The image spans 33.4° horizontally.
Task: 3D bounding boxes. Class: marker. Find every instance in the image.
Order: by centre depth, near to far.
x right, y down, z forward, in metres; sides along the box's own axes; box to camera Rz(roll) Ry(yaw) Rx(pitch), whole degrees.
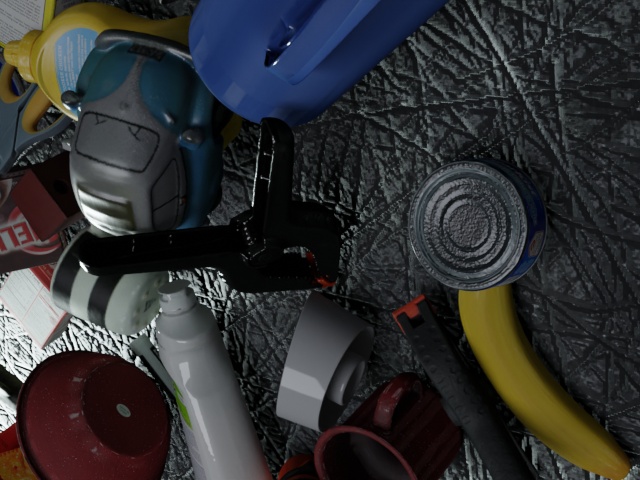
[{"bbox_3d":[-0.137,0.140,1.006,0.121,0.020,0.020,53,136,-1],"label":"marker"}]

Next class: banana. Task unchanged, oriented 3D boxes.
[{"bbox_3d":[0.143,0.084,0.731,0.070,0.037,0.198,-17,105,46],"label":"banana"}]

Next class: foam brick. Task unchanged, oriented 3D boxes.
[{"bbox_3d":[-0.214,-0.045,0.912,0.053,0.078,0.051,54,137,-2],"label":"foam brick"}]

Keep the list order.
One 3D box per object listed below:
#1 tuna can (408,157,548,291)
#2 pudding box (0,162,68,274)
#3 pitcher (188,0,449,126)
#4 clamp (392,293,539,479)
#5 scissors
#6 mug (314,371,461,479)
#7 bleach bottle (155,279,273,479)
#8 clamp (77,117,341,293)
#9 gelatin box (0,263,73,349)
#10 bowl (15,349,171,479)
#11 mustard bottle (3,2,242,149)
[{"bbox_3d":[0.100,-0.011,0.688,0.086,0.033,0.086,3,96,32],"label":"tuna can"},{"bbox_3d":[-0.298,-0.016,0.985,0.113,0.039,0.090,-12,114,0],"label":"pudding box"},{"bbox_3d":[0.012,-0.157,0.604,0.243,0.149,0.145,-41,69,52],"label":"pitcher"},{"bbox_3d":[0.110,0.119,0.760,0.171,0.039,0.120,62,-179,15],"label":"clamp"},{"bbox_3d":[-0.278,-0.085,0.912,0.202,0.016,0.096,-42,68,12],"label":"scissors"},{"bbox_3d":[0.056,0.149,0.810,0.093,0.081,0.117,20,126,27],"label":"mug"},{"bbox_3d":[-0.092,0.154,0.935,0.103,0.068,0.251,30,137,61],"label":"bleach bottle"},{"bbox_3d":[-0.055,0.001,0.738,0.165,0.209,0.036,-28,63,12],"label":"clamp"},{"bbox_3d":[-0.277,0.056,1.060,0.073,0.030,0.089,49,135,5],"label":"gelatin box"},{"bbox_3d":[-0.192,0.163,0.970,0.055,0.161,0.162,-35,92,36],"label":"bowl"},{"bbox_3d":[-0.153,-0.127,0.798,0.192,0.058,0.096,12,128,19],"label":"mustard bottle"}]
